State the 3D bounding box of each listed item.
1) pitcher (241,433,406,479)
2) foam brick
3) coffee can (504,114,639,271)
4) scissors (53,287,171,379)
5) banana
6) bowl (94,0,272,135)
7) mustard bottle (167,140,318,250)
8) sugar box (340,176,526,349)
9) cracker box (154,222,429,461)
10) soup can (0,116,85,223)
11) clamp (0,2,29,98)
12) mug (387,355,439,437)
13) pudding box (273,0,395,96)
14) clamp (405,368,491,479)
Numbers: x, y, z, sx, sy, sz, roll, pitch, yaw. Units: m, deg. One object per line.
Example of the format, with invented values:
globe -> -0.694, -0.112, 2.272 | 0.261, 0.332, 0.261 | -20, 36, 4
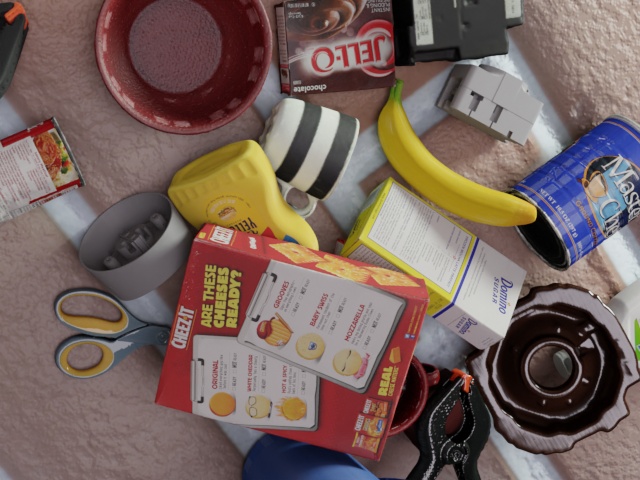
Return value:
pitcher -> 0.015, 0.257, 0.997 | 0.149, 0.243, 0.145 | 36, 87, -20
foam brick -> 0.123, 0.181, 1.118 | 0.078, 0.053, 0.051 | -33, 108, -9
coffee can -> 0.275, -0.049, 1.100 | 0.140, 0.103, 0.103 | -35, 107, -9
scissors -> -0.168, 0.107, 1.036 | 0.201, 0.016, 0.096 | 23, 94, -19
banana -> 0.121, -0.070, 1.056 | 0.198, 0.037, 0.070 | 44, 116, 4
bowl -> -0.128, -0.179, 0.978 | 0.162, 0.055, 0.162 | -3, 100, -17
mustard bottle -> -0.057, 0.002, 1.017 | 0.096, 0.058, 0.191 | -22, 118, 19
sugar box -> 0.114, 0.023, 1.058 | 0.176, 0.048, 0.093 | 36, 53, -11
cracker box -> -0.026, 0.091, 0.972 | 0.213, 0.072, 0.164 | 15, 105, -2
soup can -> -0.270, -0.059, 0.949 | 0.102, 0.069, 0.068 | -25, 106, -11
clamp -> -0.344, -0.139, 0.917 | 0.164, 0.036, 0.210 | 40, 76, 2
mug -> 0.062, 0.139, 1.077 | 0.117, 0.082, 0.093 | -9, 102, -15
pudding box -> 0.015, -0.189, 1.029 | 0.113, 0.039, 0.090 | -8, 102, -16
clamp -> 0.139, 0.219, 1.081 | 0.120, 0.039, 0.171 | 16, 94, -26
